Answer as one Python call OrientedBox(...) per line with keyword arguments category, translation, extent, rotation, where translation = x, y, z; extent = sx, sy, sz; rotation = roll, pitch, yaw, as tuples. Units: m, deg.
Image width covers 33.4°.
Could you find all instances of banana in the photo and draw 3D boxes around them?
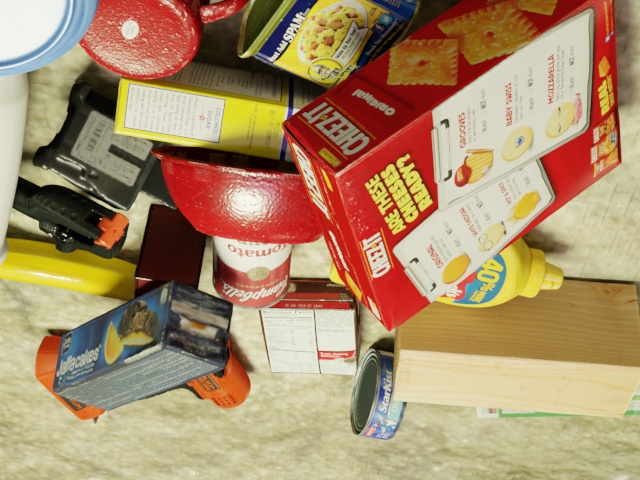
OrientedBox(category="banana", translation=(-0.231, 0.028, 0.945), extent=(0.197, 0.070, 0.037), rotation=(10, 106, -15))

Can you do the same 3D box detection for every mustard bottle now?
OrientedBox(category="mustard bottle", translation=(0.109, 0.013, 0.886), extent=(0.191, 0.058, 0.096), rotation=(12, 136, -8))

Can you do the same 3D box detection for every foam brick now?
OrientedBox(category="foam brick", translation=(-0.126, 0.018, 0.906), extent=(0.051, 0.078, 0.053), rotation=(7, 143, -3))

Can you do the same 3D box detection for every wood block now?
OrientedBox(category="wood block", translation=(0.171, 0.092, 0.950), extent=(0.206, 0.091, 0.090), rotation=(4, 142, 2))

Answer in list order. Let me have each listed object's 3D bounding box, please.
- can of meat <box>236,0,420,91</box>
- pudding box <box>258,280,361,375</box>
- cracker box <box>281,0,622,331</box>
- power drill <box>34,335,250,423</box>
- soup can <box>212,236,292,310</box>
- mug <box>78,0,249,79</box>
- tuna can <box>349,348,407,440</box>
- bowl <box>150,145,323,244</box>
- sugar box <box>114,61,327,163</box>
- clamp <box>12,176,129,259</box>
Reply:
OrientedBox(category="can of meat", translation=(0.006, -0.148, 0.700), extent=(0.083, 0.057, 0.102), rotation=(21, 139, -22))
OrientedBox(category="pudding box", translation=(-0.008, 0.082, 1.003), extent=(0.090, 0.039, 0.113), rotation=(2, 139, 6))
OrientedBox(category="cracker box", translation=(0.094, -0.064, 0.697), extent=(0.213, 0.072, 0.164), rotation=(-35, 140, -12))
OrientedBox(category="power drill", translation=(-0.182, 0.117, 1.051), extent=(0.188, 0.057, 0.184), rotation=(-10, 139, 18))
OrientedBox(category="soup can", translation=(-0.056, 0.001, 0.884), extent=(0.068, 0.068, 0.102), rotation=(6, 141, -1))
OrientedBox(category="mug", translation=(-0.100, -0.158, 0.680), extent=(0.117, 0.081, 0.093), rotation=(0, 141, 7))
OrientedBox(category="tuna can", translation=(0.057, 0.150, 1.040), extent=(0.033, 0.086, 0.086), rotation=(13, 141, -11))
OrientedBox(category="bowl", translation=(-0.044, -0.032, 0.772), extent=(0.162, 0.162, 0.055), rotation=(6, 99, 0))
OrientedBox(category="sugar box", translation=(-0.048, -0.090, 0.746), extent=(0.176, 0.093, 0.048), rotation=(12, 111, -5))
OrientedBox(category="clamp", translation=(-0.203, -0.014, 0.862), extent=(0.172, 0.039, 0.120), rotation=(20, 167, 41))
